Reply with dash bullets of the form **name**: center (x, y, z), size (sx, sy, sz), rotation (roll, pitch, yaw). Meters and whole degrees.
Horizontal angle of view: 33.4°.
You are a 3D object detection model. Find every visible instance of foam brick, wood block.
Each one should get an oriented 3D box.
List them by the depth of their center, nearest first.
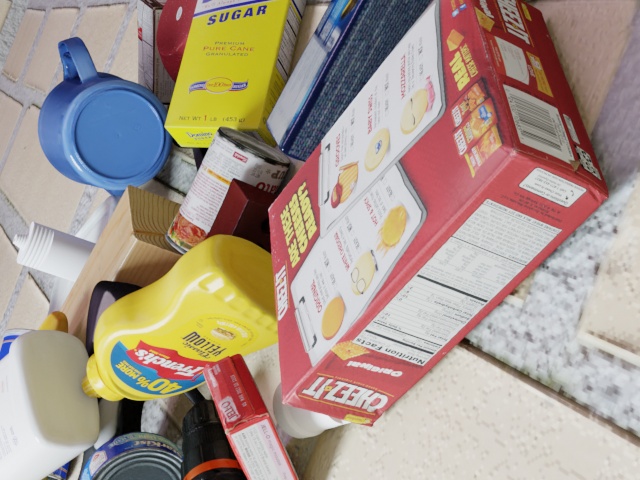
- **foam brick**: center (-0.055, 0.001, 0.831), size (0.078, 0.053, 0.051), rotation (-65, 25, 10)
- **wood block**: center (-0.177, 0.067, 0.976), size (0.206, 0.090, 0.090), rotation (-56, 29, 24)

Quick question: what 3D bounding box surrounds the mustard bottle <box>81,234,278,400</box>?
- **mustard bottle**: center (-0.108, 0.070, 0.780), size (0.192, 0.096, 0.058), rotation (-31, 44, 30)

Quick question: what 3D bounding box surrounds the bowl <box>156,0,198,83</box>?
- **bowl**: center (-0.123, -0.225, 1.106), size (0.162, 0.055, 0.162), rotation (-29, 52, 44)

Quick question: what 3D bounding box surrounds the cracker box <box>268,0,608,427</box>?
- **cracker box**: center (0.054, -0.021, 0.610), size (0.214, 0.072, 0.164), rotation (-51, 30, 35)

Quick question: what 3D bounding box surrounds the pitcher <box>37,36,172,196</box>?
- **pitcher**: center (-0.232, -0.125, 1.133), size (0.145, 0.149, 0.243), rotation (-63, 18, -1)

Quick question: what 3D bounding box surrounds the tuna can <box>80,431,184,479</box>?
- **tuna can**: center (-0.139, 0.190, 0.811), size (0.086, 0.086, 0.034), rotation (-65, 24, 8)

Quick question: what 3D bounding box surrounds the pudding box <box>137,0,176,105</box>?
- **pudding box**: center (-0.184, -0.220, 1.228), size (0.090, 0.039, 0.113), rotation (-135, 43, -60)

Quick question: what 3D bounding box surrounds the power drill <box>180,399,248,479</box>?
- **power drill**: center (-0.102, 0.227, 0.742), size (0.188, 0.057, 0.184), rotation (-56, 28, 25)

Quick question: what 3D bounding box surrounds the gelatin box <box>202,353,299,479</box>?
- **gelatin box**: center (-0.041, 0.125, 0.670), size (0.030, 0.089, 0.073), rotation (-25, 30, -6)

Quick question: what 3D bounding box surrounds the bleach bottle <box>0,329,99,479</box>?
- **bleach bottle**: center (-0.282, 0.170, 0.883), size (0.251, 0.067, 0.102), rotation (-34, 61, 35)

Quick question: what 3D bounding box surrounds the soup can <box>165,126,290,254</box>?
- **soup can**: center (-0.076, -0.034, 0.881), size (0.102, 0.068, 0.068), rotation (-63, 26, 12)

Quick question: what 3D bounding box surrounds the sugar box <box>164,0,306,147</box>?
- **sugar box**: center (-0.072, -0.169, 0.950), size (0.093, 0.048, 0.176), rotation (3, 71, 19)
